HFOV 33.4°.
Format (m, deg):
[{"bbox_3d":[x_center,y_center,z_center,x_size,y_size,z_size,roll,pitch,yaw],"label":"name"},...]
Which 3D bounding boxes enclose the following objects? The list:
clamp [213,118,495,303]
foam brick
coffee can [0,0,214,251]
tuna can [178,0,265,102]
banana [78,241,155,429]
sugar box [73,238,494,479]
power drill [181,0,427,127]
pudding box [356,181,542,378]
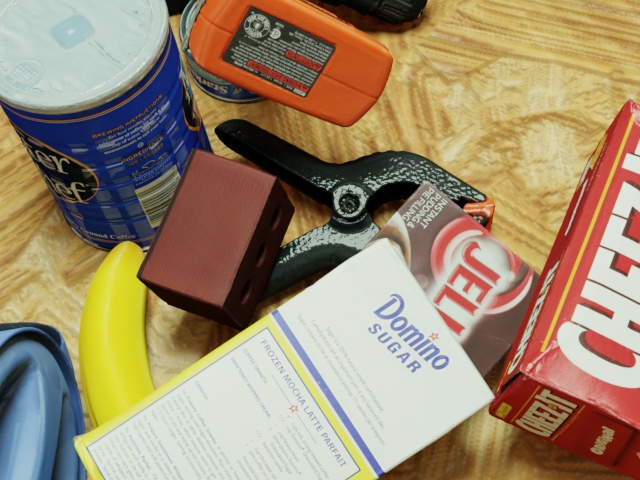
[{"bbox_3d":[0.011,-0.005,0.610,0.171,0.039,0.120,8,77,11],"label":"clamp"},{"bbox_3d":[-0.054,0.001,0.571,0.051,0.053,0.078,17,75,17],"label":"foam brick"},{"bbox_3d":[-0.121,-0.072,0.610,0.103,0.140,0.103,-4,58,6],"label":"coffee can"},{"bbox_3d":[-0.049,-0.134,0.702,0.086,0.034,0.086,-4,58,6],"label":"tuna can"},{"bbox_3d":[-0.092,0.084,0.572,0.069,0.037,0.198,-16,56,-29],"label":"banana"},{"bbox_3d":[-0.017,0.085,0.503,0.176,0.048,0.093,-32,81,-6],"label":"sugar box"},{"bbox_3d":[-0.008,-0.143,0.625,0.184,0.057,0.187,19,33,-19],"label":"power drill"},{"bbox_3d":[0.053,0.039,0.556,0.090,0.039,0.113,40,78,9],"label":"pudding box"}]
